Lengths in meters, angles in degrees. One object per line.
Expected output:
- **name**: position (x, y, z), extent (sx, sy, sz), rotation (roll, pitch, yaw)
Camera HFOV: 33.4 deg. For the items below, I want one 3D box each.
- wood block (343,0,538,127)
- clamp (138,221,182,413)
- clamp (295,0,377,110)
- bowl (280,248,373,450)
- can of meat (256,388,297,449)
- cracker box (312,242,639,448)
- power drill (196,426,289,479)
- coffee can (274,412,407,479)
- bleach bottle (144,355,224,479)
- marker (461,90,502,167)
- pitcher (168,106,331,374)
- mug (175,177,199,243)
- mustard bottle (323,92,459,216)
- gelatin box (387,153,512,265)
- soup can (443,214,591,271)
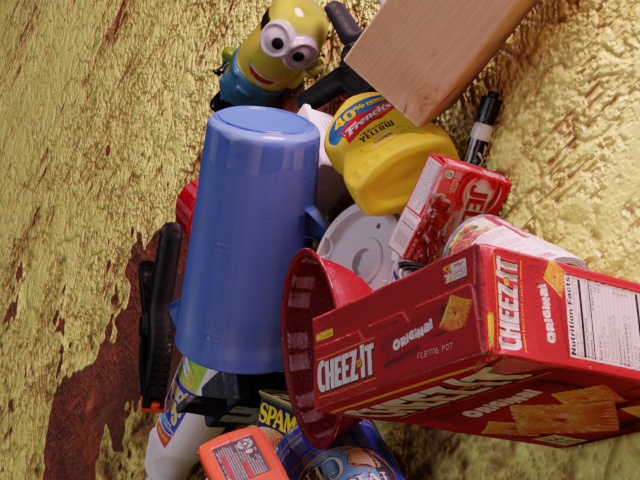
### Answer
- **wood block**: position (0.123, -0.204, 0.871), extent (0.091, 0.090, 0.206), rotation (43, 126, 8)
- **clamp**: position (-0.186, 0.089, 1.222), extent (0.165, 0.036, 0.210), rotation (127, 145, -59)
- **clamp**: position (0.038, -0.192, 1.084), extent (0.172, 0.039, 0.120), rotation (7, 89, 53)
- **bowl**: position (0.016, 0.085, 0.864), extent (0.162, 0.055, 0.162), rotation (176, 90, -71)
- **can of meat**: position (-0.023, 0.194, 1.021), extent (0.102, 0.057, 0.084), rotation (10, 89, 57)
- **cracker box**: position (0.127, 0.077, 0.669), extent (0.164, 0.213, 0.072), rotation (-30, 54, 51)
- **power drill**: position (-0.042, 0.260, 0.860), extent (0.185, 0.057, 0.188), rotation (-134, 31, -55)
- **coffee can**: position (0.029, 0.222, 0.882), extent (0.103, 0.102, 0.140), rotation (-63, 33, 22)
- **bleach bottle**: position (-0.143, 0.199, 1.210), extent (0.251, 0.068, 0.103), rotation (-63, 32, 25)
- **marker**: position (0.129, -0.068, 0.907), extent (0.020, 0.020, 0.121), rotation (28, 103, 58)
- **pitcher**: position (-0.057, 0.001, 1.035), extent (0.145, 0.149, 0.243), rotation (-130, 44, -60)
- **mug**: position (-0.113, -0.037, 1.230), extent (0.117, 0.093, 0.082), rotation (-58, 28, 4)
- **mustard bottle**: position (0.053, -0.091, 0.973), extent (0.096, 0.058, 0.192), rotation (-31, 27, 2)
- **gelatin box**: position (0.107, -0.021, 0.874), extent (0.030, 0.073, 0.089), rotation (47, 118, 53)
- **soup can**: position (0.147, 0.027, 0.796), extent (0.102, 0.068, 0.068), rotation (35, 108, 56)
